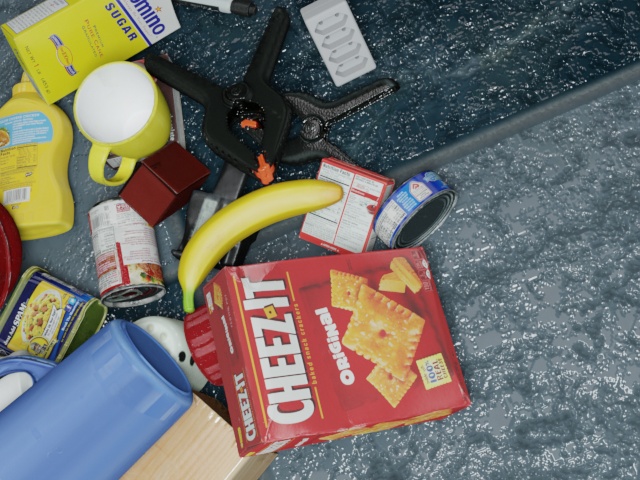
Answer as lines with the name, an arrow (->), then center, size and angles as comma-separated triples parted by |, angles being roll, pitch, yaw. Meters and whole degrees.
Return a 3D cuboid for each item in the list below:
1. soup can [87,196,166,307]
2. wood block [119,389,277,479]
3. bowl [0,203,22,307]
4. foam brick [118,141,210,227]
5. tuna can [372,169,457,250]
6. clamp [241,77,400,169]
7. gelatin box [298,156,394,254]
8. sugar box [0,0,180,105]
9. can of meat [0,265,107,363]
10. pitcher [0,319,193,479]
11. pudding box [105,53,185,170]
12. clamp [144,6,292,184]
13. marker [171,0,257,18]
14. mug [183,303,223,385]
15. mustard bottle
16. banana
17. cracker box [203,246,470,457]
soup can -> -0.204, 0.012, 1.121 | 0.068, 0.068, 0.102 | -16, 72, 9
wood block -> -0.148, 0.255, 1.030 | 0.091, 0.090, 0.206 | 39, 87, 19
bowl -> -0.368, 0.007, 1.126 | 0.162, 0.055, 0.162 | 8, 106, 29
foam brick -> -0.162, -0.060, 1.113 | 0.053, 0.078, 0.051 | 42, 120, 3
tuna can -> 0.092, -0.028, 1.049 | 0.086, 0.086, 0.034 | -43, 69, 0
clamp -> 0.000, -0.105, 1.119 | 0.172, 0.039, 0.120 | -2, 79, 20
gelatin box -> 0.027, -0.032, 1.082 | 0.073, 0.030, 0.089 | 22, 104, 18
sugar box -> -0.245, -0.231, 1.156 | 0.176, 0.093, 0.048 | -33, 47, -14
can of meat -> -0.285, 0.090, 1.126 | 0.084, 0.057, 0.102 | 23, 81, 17
pitcher -> -0.244, 0.179, 0.979 | 0.243, 0.149, 0.145 | -42, 36, 3
pudding box -> -0.199, -0.142, 1.176 | 0.090, 0.039, 0.113 | -13, 73, 9
clamp -> -0.095, -0.145, 1.112 | 0.164, 0.036, 0.210 | -15, 59, 3
marker -> -0.128, -0.270, 1.204 | 0.121, 0.020, 0.020 | 14, 79, 17
mug -> -0.077, 0.103, 1.061 | 0.081, 0.093, 0.117 | -26, 102, 11
mustard bottle -> -0.322, -0.099, 1.185 | 0.096, 0.058, 0.191 | -9, 73, 17
banana -> -0.071, -0.010, 1.062 | 0.198, 0.037, 0.070 | -38, 78, -2
cracker box -> 0.016, 0.097, 0.986 | 0.213, 0.072, 0.164 | -5, 70, -26
